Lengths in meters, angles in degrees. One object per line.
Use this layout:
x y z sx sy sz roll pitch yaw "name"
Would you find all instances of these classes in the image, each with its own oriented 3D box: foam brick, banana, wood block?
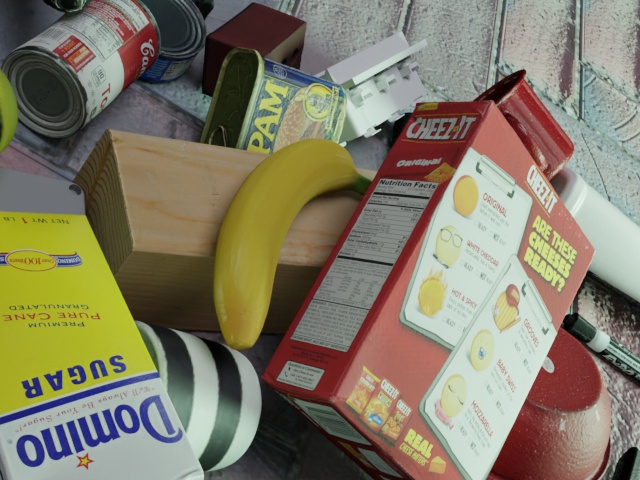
-0.052 -0.144 0.839 0.051 0.053 0.078 22 40 15 "foam brick"
-0.020 -0.014 0.640 0.069 0.037 0.197 43 41 -1 "banana"
-0.055 0.000 0.700 0.205 0.091 0.090 6 54 -35 "wood block"

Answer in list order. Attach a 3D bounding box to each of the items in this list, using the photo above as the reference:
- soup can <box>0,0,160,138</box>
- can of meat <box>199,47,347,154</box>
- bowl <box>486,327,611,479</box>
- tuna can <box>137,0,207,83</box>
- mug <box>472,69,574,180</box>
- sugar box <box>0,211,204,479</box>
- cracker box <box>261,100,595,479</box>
-0.163 -0.123 0.733 0.068 0.069 0.102 39 42 -5 "soup can"
-0.035 -0.079 0.780 0.083 0.102 0.058 14 4 -34 "can of meat"
0.150 0.105 0.776 0.162 0.055 0.162 15 40 -13 "bowl"
-0.132 -0.163 0.816 0.086 0.034 0.086 21 46 -24 "tuna can"
0.163 -0.084 0.902 0.081 0.093 0.117 50 1 -9 "mug"
-0.131 0.059 0.508 0.093 0.048 0.176 1 41 -39 "sugar box"
0.075 0.044 0.676 0.164 0.072 0.213 46 64 -38 "cracker box"
